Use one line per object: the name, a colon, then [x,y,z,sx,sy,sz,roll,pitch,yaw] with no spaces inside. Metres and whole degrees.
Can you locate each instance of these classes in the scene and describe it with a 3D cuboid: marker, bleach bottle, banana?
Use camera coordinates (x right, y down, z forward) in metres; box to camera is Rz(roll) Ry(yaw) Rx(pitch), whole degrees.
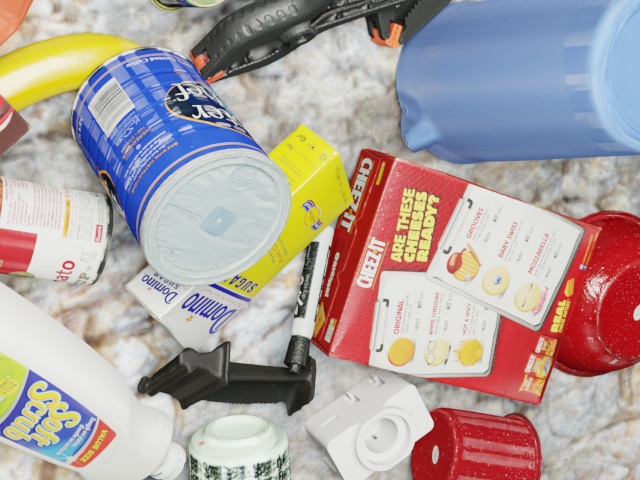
marker: [-0.009,0.045,0.835,0.020,0.020,0.121,22,68,-27]
bleach bottle: [-0.183,0.109,0.753,0.103,0.068,0.250,-36,132,17]
banana: [-0.191,-0.102,0.734,0.197,0.037,0.069,-18,108,-20]

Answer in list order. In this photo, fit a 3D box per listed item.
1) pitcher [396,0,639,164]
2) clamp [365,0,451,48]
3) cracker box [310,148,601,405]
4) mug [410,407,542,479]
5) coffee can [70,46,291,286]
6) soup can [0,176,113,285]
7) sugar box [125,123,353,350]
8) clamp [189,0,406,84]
pitcher: [0.174,-0.126,0.778,0.144,0.243,0.149,8,92,-24]
clamp: [0.092,-0.250,0.825,0.164,0.036,0.210,8,101,-25]
cracker box: [0.110,0.032,0.884,0.213,0.072,0.164,16,95,-26]
mug: [0.126,0.198,0.931,0.081,0.093,0.117,13,133,-22]
coffee can: [-0.096,-0.052,0.715,0.102,0.140,0.103,-20,135,-21]
soup can: [-0.202,-0.008,0.735,0.102,0.069,0.068,10,98,-26]
sugar box: [-0.055,0.001,0.791,0.176,0.048,0.093,-46,158,-9]
clamp: [-0.017,-0.163,0.753,0.171,0.120,0.039,-27,75,4]
